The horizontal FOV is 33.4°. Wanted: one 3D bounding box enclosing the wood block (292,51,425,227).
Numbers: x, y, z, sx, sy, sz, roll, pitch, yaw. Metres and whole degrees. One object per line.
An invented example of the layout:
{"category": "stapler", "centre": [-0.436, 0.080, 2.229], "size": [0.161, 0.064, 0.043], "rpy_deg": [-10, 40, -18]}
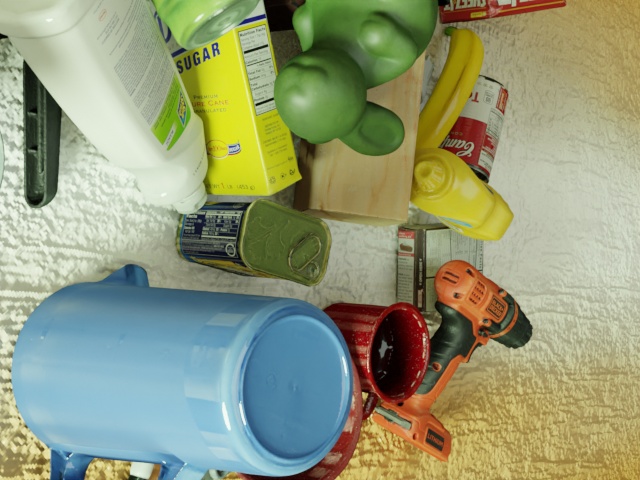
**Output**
{"category": "wood block", "centre": [0.035, -0.121, 0.949], "size": [0.090, 0.091, 0.206], "rpy_deg": [7, 87, -11]}

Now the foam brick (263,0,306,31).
{"category": "foam brick", "centre": [-0.030, -0.211, 0.903], "size": [0.051, 0.078, 0.053], "rpy_deg": [18, 81, -47]}

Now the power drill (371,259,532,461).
{"category": "power drill", "centre": [0.140, 0.128, 1.096], "size": [0.184, 0.057, 0.187], "rpy_deg": [36, 79, -48]}

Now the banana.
{"category": "banana", "centre": [0.124, -0.144, 1.081], "size": [0.037, 0.070, 0.197], "rpy_deg": [31, 68, -15]}

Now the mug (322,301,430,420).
{"category": "mug", "centre": [0.040, 0.112, 0.996], "size": [0.093, 0.082, 0.117], "rpy_deg": [31, 69, -44]}

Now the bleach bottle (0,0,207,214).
{"category": "bleach bottle", "centre": [-0.139, -0.100, 0.767], "size": [0.250, 0.068, 0.102], "rpy_deg": [67, 36, -50]}

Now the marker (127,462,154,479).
{"category": "marker", "centre": [-0.135, 0.157, 0.853], "size": [0.020, 0.020, 0.121], "rpy_deg": [31, 70, -44]}

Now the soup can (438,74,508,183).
{"category": "soup can", "centre": [0.155, -0.115, 1.119], "size": [0.068, 0.069, 0.102], "rpy_deg": [29, 70, -45]}

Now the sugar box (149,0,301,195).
{"category": "sugar box", "centre": [-0.077, -0.125, 0.846], "size": [0.048, 0.094, 0.176], "rpy_deg": [-31, 114, -42]}

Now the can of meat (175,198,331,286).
{"category": "can of meat", "centre": [-0.056, 0.001, 0.882], "size": [0.101, 0.084, 0.057], "rpy_deg": [19, 78, -47]}

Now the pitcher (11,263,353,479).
{"category": "pitcher", "centre": [-0.098, 0.103, 0.723], "size": [0.144, 0.243, 0.149], "rpy_deg": [-28, 106, -40]}

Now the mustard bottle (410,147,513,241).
{"category": "mustard bottle", "centre": [0.120, -0.047, 1.003], "size": [0.058, 0.096, 0.191], "rpy_deg": [-58, 159, 5]}

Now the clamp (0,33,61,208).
{"category": "clamp", "centre": [-0.207, -0.150, 0.738], "size": [0.164, 0.036, 0.210], "rpy_deg": [43, 59, -49]}

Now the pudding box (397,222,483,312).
{"category": "pudding box", "centre": [0.127, 0.027, 1.120], "size": [0.113, 0.039, 0.090], "rpy_deg": [-5, 96, -49]}
